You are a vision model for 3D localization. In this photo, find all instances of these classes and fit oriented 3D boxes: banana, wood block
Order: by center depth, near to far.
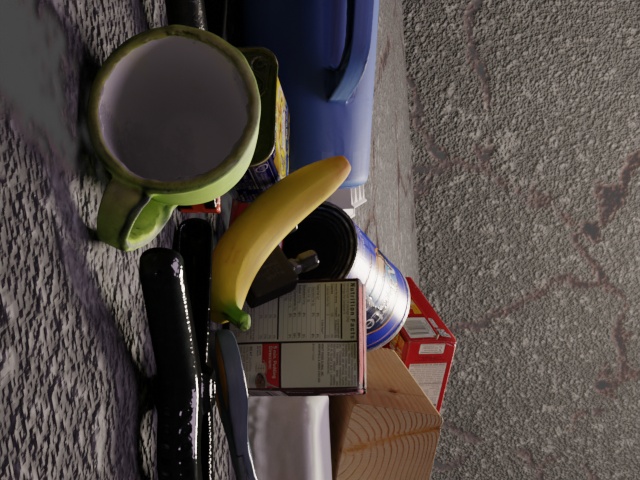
[{"bbox_3d":[-0.041,0.001,0.800,0.197,0.070,0.037,-60,146,-41],"label":"banana"},{"bbox_3d":[0.048,0.177,1.093,0.206,0.090,0.090,-126,-133,-76],"label":"wood block"}]

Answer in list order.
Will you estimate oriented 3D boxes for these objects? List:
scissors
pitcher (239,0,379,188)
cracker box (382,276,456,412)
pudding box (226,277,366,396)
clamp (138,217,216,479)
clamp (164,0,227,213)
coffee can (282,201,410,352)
[{"bbox_3d":[-0.052,0.148,0.735,0.096,0.016,0.202,106,-30,-61],"label":"scissors"},{"bbox_3d":[-0.006,-0.167,0.940,0.149,0.145,0.243,-14,105,-72],"label":"pitcher"},{"bbox_3d":[0.093,0.175,1.334,0.164,0.072,0.214,-122,-143,-59],"label":"cracker box"},{"bbox_3d":[-0.019,0.078,0.855,0.039,0.113,0.090,56,33,-72],"label":"pudding box"},{"bbox_3d":[-0.085,0.087,0.685,0.164,0.036,0.210,-83,172,-76],"label":"clamp"},{"bbox_3d":[-0.085,-0.105,0.728,0.120,0.039,0.171,9,80,-79],"label":"clamp"},{"bbox_3d":[0.014,0.037,1.007,0.140,0.103,0.103,44,42,-56],"label":"coffee can"}]
